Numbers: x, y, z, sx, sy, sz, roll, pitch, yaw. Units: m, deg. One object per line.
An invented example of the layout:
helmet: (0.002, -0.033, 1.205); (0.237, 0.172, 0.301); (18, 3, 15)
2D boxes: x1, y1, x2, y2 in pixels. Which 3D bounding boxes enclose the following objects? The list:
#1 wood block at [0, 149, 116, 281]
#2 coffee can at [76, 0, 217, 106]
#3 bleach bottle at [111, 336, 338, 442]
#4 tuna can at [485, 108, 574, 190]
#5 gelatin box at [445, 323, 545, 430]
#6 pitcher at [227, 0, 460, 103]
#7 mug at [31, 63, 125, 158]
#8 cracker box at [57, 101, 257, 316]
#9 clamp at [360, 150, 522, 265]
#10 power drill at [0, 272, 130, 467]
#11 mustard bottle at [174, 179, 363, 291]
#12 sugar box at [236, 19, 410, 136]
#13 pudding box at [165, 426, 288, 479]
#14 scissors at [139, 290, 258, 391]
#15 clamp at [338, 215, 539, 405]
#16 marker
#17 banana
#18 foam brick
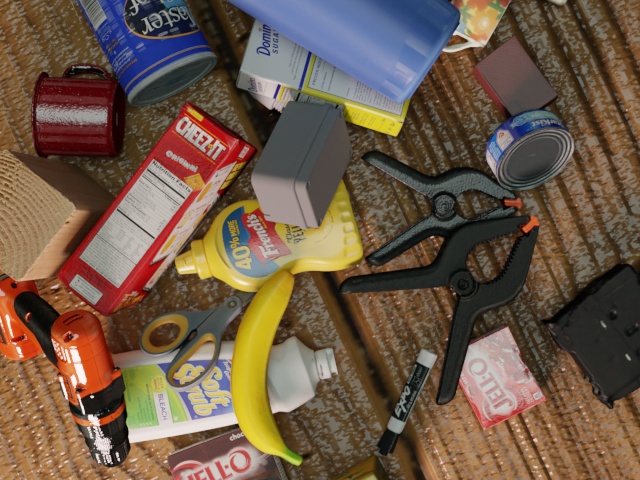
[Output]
wood block: (-0.272, -0.023, 1.067); (0.090, 0.206, 0.091); (38, 93, 3)
coffee can: (-0.185, -0.225, 1.112); (0.103, 0.103, 0.140); (-28, 88, 4)
bleach bottle: (-0.108, 0.145, 1.128); (0.251, 0.068, 0.102); (-12, 89, 2)
tuna can: (0.213, -0.093, 1.089); (0.086, 0.086, 0.034); (-27, 52, 4)
gelatin box: (0.183, 0.143, 1.119); (0.073, 0.030, 0.089); (-27, 87, 5)
pitcher: (0.015, -0.249, 1.035); (0.243, 0.145, 0.149); (34, 107, -1)
mug: (-0.252, -0.140, 1.132); (0.081, 0.093, 0.117); (2, 56, 0)
cracker box: (-0.161, -0.032, 1.080); (0.072, 0.164, 0.214); (37, 93, 1)
clamp: (0.121, -0.046, 1.118); (0.171, 0.039, 0.120); (-11, 102, -1)
power drill: (-0.258, 0.120, 1.061); (0.188, 0.057, 0.184); (29, 136, 40)
mustard bottle: (-0.057, 0.001, 1.113); (0.191, 0.058, 0.096); (-15, 76, -2)
sugar box: (0.010, -0.179, 1.101); (0.176, 0.048, 0.093); (16, 70, -3)
pudding box: (-0.096, 0.251, 1.137); (0.113, 0.039, 0.090); (-22, 88, 4)
scissors: (-0.113, 0.067, 1.122); (0.096, 0.016, 0.201); (24, 64, 17)
clamp: (0.134, 0.041, 1.093); (0.164, 0.036, 0.210); (42, 91, -1)
marker: (0.091, 0.172, 1.132); (0.020, 0.020, 0.121); (25, 92, 4)
banana: (-0.057, 0.129, 1.079); (0.069, 0.037, 0.198); (-3, 91, -8)
foam brick: (0.201, -0.163, 1.107); (0.053, 0.051, 0.078); (-35, 87, 5)
